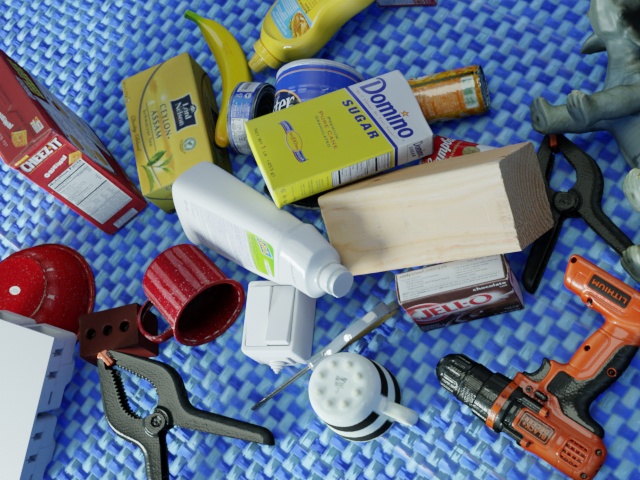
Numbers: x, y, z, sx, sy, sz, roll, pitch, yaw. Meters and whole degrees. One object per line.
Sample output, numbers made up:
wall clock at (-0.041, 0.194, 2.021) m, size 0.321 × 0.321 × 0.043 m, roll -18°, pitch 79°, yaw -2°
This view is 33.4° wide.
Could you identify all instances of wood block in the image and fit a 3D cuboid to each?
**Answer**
wood block at (0.114, -0.030, 1.071) m, size 0.207 × 0.090 × 0.090 m, roll -10°, pitch 102°, yaw 36°

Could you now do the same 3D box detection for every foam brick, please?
foam brick at (-0.232, 0.109, 1.224) m, size 0.078 × 0.051 × 0.053 m, roll -14°, pitch 65°, yaw 16°

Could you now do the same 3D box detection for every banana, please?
banana at (-0.115, -0.195, 1.295) m, size 0.069 × 0.037 × 0.198 m, roll -7°, pitch 63°, yaw -22°

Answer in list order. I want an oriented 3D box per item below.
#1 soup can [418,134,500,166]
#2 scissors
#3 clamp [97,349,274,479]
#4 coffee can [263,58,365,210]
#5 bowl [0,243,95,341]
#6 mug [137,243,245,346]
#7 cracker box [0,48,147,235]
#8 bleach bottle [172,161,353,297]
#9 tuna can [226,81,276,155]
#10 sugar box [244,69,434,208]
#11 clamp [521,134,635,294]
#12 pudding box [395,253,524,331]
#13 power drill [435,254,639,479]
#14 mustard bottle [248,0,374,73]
soup can at (0.162, -0.069, 1.128) m, size 0.102 × 0.068 × 0.068 m, roll 14°, pitch 76°, yaw 25°
scissors at (0.012, 0.118, 1.134) m, size 0.202 × 0.096 × 0.016 m, roll -42°, pitch 79°, yaw 36°
clamp at (-0.175, 0.206, 1.150) m, size 0.210 × 0.036 × 0.164 m, roll 40°, pitch 89°, yaw 13°
coffee can at (-0.006, -0.117, 1.194) m, size 0.103 × 0.102 × 0.140 m, roll -2°, pitch 69°, yaw 21°
bowl at (-0.355, 0.070, 1.288) m, size 0.162 × 0.055 × 0.162 m, roll -8°, pitch 67°, yaw 18°
mug at (-0.153, 0.065, 1.188) m, size 0.117 × 0.093 × 0.082 m, roll -42°, pitch 56°, yaw -7°
cracker box at (-0.315, -0.113, 1.253) m, size 0.072 × 0.213 × 0.164 m, roll -41°, pitch 61°, yaw 2°
bleach bottle at (-0.057, 0.001, 1.139) m, size 0.068 × 0.102 × 0.251 m, roll -38°, pitch 45°, yaw -23°
tuna can at (-0.076, -0.142, 1.242) m, size 0.034 × 0.086 × 0.086 m, roll 5°, pitch 71°, yaw 21°
sugar box at (0.019, -0.107, 1.106) m, size 0.176 × 0.048 × 0.093 m, roll -21°, pitch 64°, yaw -4°
clamp at (0.246, -0.028, 1.095) m, size 0.120 × 0.039 × 0.171 m, roll -19°, pitch 66°, yaw 8°
pudding box at (0.141, 0.052, 1.075) m, size 0.114 × 0.090 × 0.039 m, roll -16°, pitch 64°, yaw 15°
power drill at (0.225, 0.110, 1.027) m, size 0.185 × 0.057 × 0.188 m, roll 33°, pitch 94°, yaw 23°
mustard bottle at (-0.013, -0.269, 1.271) m, size 0.192 × 0.058 × 0.096 m, roll -41°, pitch 50°, yaw 17°
